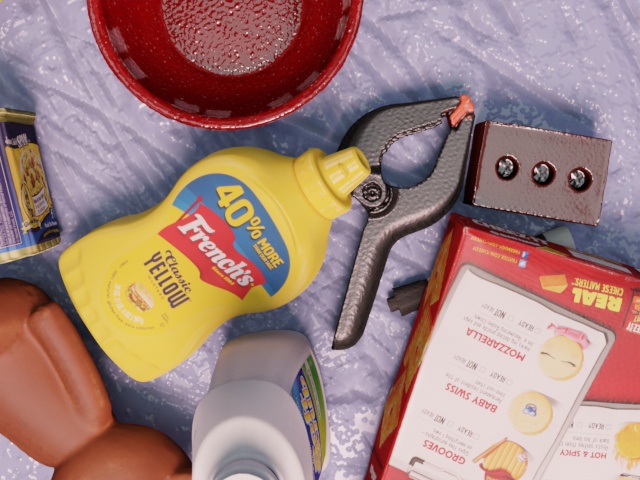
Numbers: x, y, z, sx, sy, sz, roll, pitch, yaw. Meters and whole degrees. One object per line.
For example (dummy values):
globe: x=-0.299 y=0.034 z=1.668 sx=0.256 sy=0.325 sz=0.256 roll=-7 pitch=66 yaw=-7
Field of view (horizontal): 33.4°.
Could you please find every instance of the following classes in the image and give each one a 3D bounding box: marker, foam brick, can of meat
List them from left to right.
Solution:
can of meat: x=-0.193 y=-0.030 z=0.626 sx=0.057 sy=0.102 sz=0.084 roll=-13 pitch=95 yaw=0
marker: x=0.099 y=0.020 z=0.667 sx=0.121 sy=0.020 sz=0.020 roll=-20 pitch=93 yaw=1
foam brick: x=0.130 y=-0.041 z=0.647 sx=0.078 sy=0.051 sz=0.053 roll=8 pitch=93 yaw=0

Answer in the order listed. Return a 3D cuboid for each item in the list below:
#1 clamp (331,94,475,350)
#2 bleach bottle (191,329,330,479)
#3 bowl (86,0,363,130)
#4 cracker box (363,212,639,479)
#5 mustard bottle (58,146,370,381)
clamp: x=0.034 y=-0.017 z=0.656 sx=0.171 sy=0.039 sz=0.120 roll=-34 pitch=94 yaw=7
bleach bottle: x=-0.030 y=0.110 z=0.556 sx=0.068 sy=0.251 sz=0.102 roll=-8 pitch=93 yaw=0
bowl: x=-0.055 y=-0.146 z=0.641 sx=0.162 sy=0.055 sz=0.162 roll=0 pitch=93 yaw=0
cracker box: x=0.125 y=0.109 z=0.636 sx=0.164 sy=0.072 sz=0.214 roll=17 pitch=100 yaw=-2
mustard bottle: x=-0.054 y=0.001 z=0.621 sx=0.192 sy=0.058 sz=0.096 roll=-30 pitch=94 yaw=19
